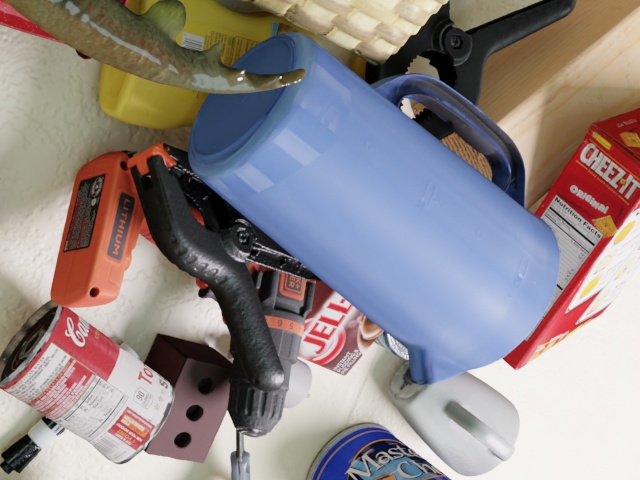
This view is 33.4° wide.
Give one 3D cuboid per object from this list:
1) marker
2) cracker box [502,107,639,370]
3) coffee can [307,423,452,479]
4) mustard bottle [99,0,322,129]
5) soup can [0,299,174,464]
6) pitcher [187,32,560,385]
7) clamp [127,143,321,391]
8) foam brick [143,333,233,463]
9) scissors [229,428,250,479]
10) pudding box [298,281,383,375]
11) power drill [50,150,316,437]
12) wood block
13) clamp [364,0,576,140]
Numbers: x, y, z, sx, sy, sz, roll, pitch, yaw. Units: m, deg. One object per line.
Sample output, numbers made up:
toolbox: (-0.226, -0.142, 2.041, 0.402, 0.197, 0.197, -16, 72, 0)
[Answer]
marker: (-0.178, 0.120, 0.757, 0.121, 0.020, 0.020, -43, 127, -13)
cracker box: (0.228, -0.009, 0.880, 0.163, 0.072, 0.214, -21, 146, -46)
coffee can: (0.066, 0.230, 0.892, 0.102, 0.140, 0.103, -13, 115, -30)
mustard bottle: (-0.050, -0.111, 0.729, 0.191, 0.058, 0.096, 10, 96, -37)
soup can: (-0.157, 0.096, 0.714, 0.102, 0.069, 0.068, 40, 83, -22)
pitcher: (0.039, -0.032, 0.700, 0.145, 0.149, 0.242, -40, 123, 21)
clamp: (-0.055, 0.001, 0.698, 0.171, 0.039, 0.120, 58, 33, -17)
foam brick: (-0.104, 0.117, 0.786, 0.052, 0.051, 0.078, 19, 97, -38)
scissors: (-0.064, 0.191, 0.817, 0.016, 0.096, 0.202, 3, 127, 6)
pudding box: (0.015, 0.044, 0.833, 0.089, 0.039, 0.113, 27, 106, -39)
power drill: (-0.086, 0.031, 0.729, 0.187, 0.058, 0.184, 21, 69, -39)
wood block: (0.189, -0.122, 0.870, 0.206, 0.091, 0.090, -39, 126, -16)
clamp: (0.101, -0.145, 0.793, 0.164, 0.036, 0.210, 25, 82, -23)
